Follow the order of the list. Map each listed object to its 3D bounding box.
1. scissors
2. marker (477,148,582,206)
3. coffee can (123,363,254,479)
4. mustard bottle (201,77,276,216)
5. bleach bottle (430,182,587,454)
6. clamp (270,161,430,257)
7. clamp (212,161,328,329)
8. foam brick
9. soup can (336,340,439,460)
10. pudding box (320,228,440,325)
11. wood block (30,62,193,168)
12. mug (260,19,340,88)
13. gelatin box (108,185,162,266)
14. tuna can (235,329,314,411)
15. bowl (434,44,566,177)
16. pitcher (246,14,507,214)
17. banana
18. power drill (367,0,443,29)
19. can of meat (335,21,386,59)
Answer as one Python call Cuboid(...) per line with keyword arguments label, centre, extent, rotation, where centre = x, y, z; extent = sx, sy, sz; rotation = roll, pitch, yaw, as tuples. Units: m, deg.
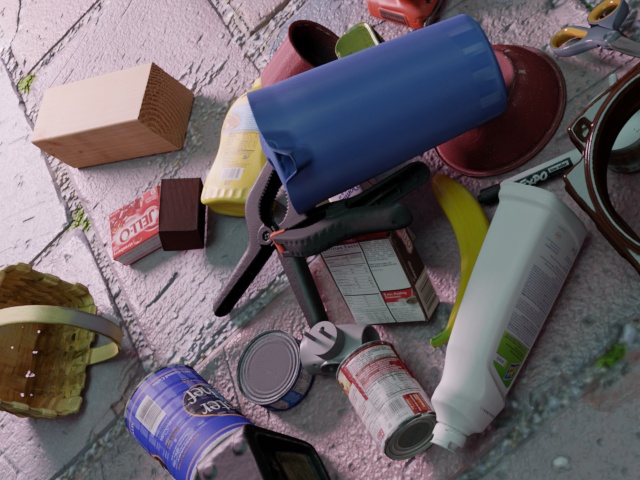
Cuboid(label="scissors", centre=(0.297, -0.210, 1.054), extent=(0.096, 0.016, 0.202), rotation=(-44, 20, -8))
Cuboid(label="marker", centre=(0.216, -0.065, 1.092), extent=(0.121, 0.020, 0.020), rotation=(-24, 55, 25))
Cuboid(label="coffee can", centre=(-0.133, 0.211, 1.152), extent=(0.140, 0.102, 0.103), rotation=(33, 89, 42))
Cuboid(label="mustard bottle", centre=(-0.080, -0.126, 1.314), extent=(0.096, 0.058, 0.191), rotation=(1, 69, 35))
Cuboid(label="bleach bottle", centre=(0.164, 0.078, 1.002), extent=(0.068, 0.102, 0.251), rotation=(18, 78, 44))
Cuboid(label="clamp", centre=(0.027, -0.019, 1.042), extent=(0.172, 0.039, 0.120), rotation=(-27, 12, 17))
Cuboid(label="clamp", centre=(-0.058, 0.001, 1.218), extent=(0.165, 0.036, 0.210), rotation=(-2, 85, 37))
Cuboid(label="foam brick", centre=(-0.171, -0.033, 1.326), extent=(0.051, 0.053, 0.078), rotation=(-1, 63, 1))
Cuboid(label="soup can", centre=(0.068, 0.158, 1.056), extent=(0.068, 0.068, 0.102), rotation=(-44, 50, 10))
Cuboid(label="pudding box", centre=(0.059, 0.034, 1.096), extent=(0.090, 0.113, 0.039), rotation=(-7, 32, 34))
Cuboid(label="wood block", centre=(-0.286, -0.168, 1.466), extent=(0.206, 0.090, 0.091), rotation=(-7, 64, 34))
Cuboid(label="mug", centre=(-0.014, -0.208, 1.288), extent=(0.082, 0.093, 0.117), rotation=(-48, 1, 39))
Cuboid(label="gelatin box", centre=(-0.233, -0.019, 1.390), extent=(0.089, 0.030, 0.073), rotation=(-29, 54, 22))
Cuboid(label="tuna can", centre=(-0.049, 0.143, 1.171), extent=(0.086, 0.033, 0.086), rotation=(-16, 59, 29))
Cuboid(label="bowl", centre=(0.177, -0.151, 1.142), extent=(0.162, 0.055, 0.162), rotation=(-17, 58, 29))
Cuboid(label="pitcher", centre=(0.056, -0.134, 1.076), extent=(0.243, 0.145, 0.149), rotation=(-23, 60, 3))
Cuboid(label="banana", centre=(0.146, 0.014, 1.084), extent=(0.070, 0.037, 0.197), rotation=(-1, 60, 9))
Cuboid(label="power drill", centre=(0.048, -0.323, 1.235), extent=(0.185, 0.187, 0.057), rotation=(27, 86, 40))
Cuboid(label="can of meat", centre=(0.068, -0.190, 1.222), extent=(0.057, 0.083, 0.102), rotation=(-35, 51, 16))
